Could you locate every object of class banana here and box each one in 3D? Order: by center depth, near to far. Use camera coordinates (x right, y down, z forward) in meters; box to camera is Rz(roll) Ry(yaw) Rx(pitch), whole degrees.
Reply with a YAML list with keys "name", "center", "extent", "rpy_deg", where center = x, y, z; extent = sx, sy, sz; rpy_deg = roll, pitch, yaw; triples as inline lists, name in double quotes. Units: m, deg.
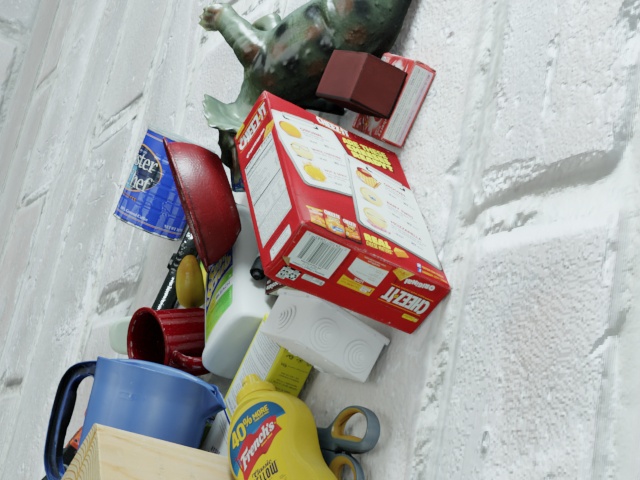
- name: "banana"
  center: [-0.160, 0.052, 1.328]
  extent: [0.198, 0.037, 0.069]
  rpy_deg: [168, 100, -87]

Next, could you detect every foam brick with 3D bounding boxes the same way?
- name: "foam brick"
  center: [0.041, -0.158, 1.082]
  extent: [0.078, 0.052, 0.051]
  rpy_deg: [25, 94, 61]

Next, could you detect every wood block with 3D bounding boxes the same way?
- name: "wood block"
  center: [-0.134, 0.257, 1.014]
  extent: [0.091, 0.205, 0.090]
  rpy_deg: [-57, 29, 24]

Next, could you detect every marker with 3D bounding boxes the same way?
- name: "marker"
  center: [-0.058, 0.001, 1.218]
  extent: [0.020, 0.020, 0.121]
  rpy_deg: [-44, 19, 40]

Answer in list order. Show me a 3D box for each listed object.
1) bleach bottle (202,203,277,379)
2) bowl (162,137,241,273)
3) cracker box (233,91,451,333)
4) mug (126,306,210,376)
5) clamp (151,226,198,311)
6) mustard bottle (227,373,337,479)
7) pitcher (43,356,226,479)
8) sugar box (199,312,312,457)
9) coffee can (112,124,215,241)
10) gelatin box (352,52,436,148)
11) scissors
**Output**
- name: "bleach bottle"
  center: [-0.102, 0.042, 1.265]
  extent: [0.103, 0.068, 0.251]
  rpy_deg: [-55, 28, 27]
- name: "bowl"
  center: [-0.129, -0.047, 1.212]
  extent: [0.162, 0.055, 0.162]
  rpy_deg: [162, 90, -82]
- name: "cracker box"
  center: [0.014, -0.028, 0.987]
  extent: [0.072, 0.164, 0.214]
  rpy_deg: [-52, 32, 26]
- name: "mug"
  center: [-0.163, 0.124, 1.249]
  extent: [0.117, 0.081, 0.093]
  rpy_deg: [17, 105, 49]
- name: "clamp"
  center: [-0.188, 0.041, 1.422]
  extent: [0.120, 0.039, 0.171]
  rpy_deg: [-123, 55, -78]
- name: "mustard bottle"
  center: [-0.042, 0.199, 0.997]
  extent: [0.096, 0.058, 0.192]
  rpy_deg: [-47, 39, 21]
- name: "pitcher"
  center: [-0.210, 0.246, 1.122]
  extent: [0.149, 0.144, 0.243]
  rpy_deg: [0, 73, 59]
- name: "sugar box"
  center: [-0.068, 0.174, 1.122]
  extent: [0.176, 0.048, 0.093]
  rpy_deg: [-66, 21, 10]
- name: "coffee can"
  center: [-0.224, -0.083, 1.530]
  extent: [0.103, 0.102, 0.140]
  rpy_deg: [31, 99, 63]
- name: "gelatin box"
  center: [0.074, -0.146, 1.104]
  extent: [0.089, 0.030, 0.073]
  rpy_deg: [-66, 27, 6]
- name: "scissors"
  center: [0.001, 0.205, 1.011]
  extent: [0.202, 0.016, 0.096]
  rpy_deg: [-33, 49, 58]
